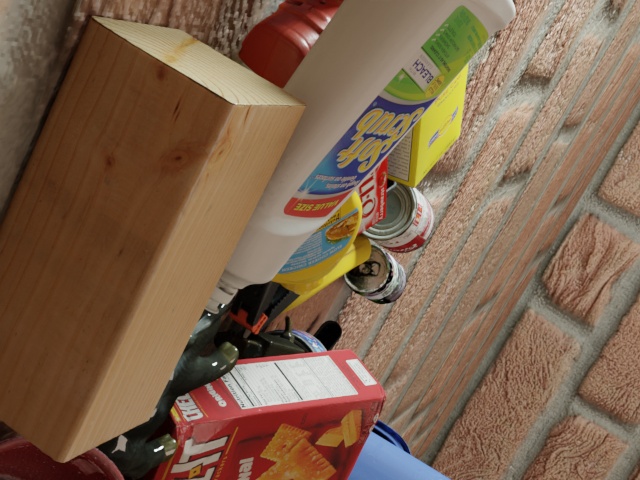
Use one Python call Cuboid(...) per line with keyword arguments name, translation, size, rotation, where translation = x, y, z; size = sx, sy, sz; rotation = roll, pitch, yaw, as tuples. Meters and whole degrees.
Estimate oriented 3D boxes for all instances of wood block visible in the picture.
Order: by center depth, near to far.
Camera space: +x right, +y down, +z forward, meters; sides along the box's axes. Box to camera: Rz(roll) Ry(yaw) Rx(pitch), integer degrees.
Cuboid(name="wood block", translation=(-0.104, -0.001, 0.559), size=(0.206, 0.090, 0.090), rotation=(-63, 163, 16))

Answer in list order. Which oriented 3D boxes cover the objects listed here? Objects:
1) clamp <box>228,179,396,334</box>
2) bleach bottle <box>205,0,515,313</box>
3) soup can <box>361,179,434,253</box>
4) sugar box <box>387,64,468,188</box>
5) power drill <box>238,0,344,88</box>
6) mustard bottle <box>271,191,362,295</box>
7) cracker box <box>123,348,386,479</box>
Cuboid(name="clamp", translation=(-0.002, -0.010, 0.922), size=(0.210, 0.036, 0.164), rotation=(-56, 158, -5))
Cuboid(name="bleach bottle", translation=(0.007, -0.063, 0.625), size=(0.251, 0.068, 0.102), rotation=(-53, 157, 6))
Cuboid(name="soup can", translation=(0.072, -0.026, 1.054), size=(0.068, 0.068, 0.102), rotation=(-58, 163, 2))
Cuboid(name="sugar box", translation=(0.087, -0.139, 0.868), size=(0.093, 0.048, 0.176), rotation=(-49, 154, -39))
Cuboid(name="power drill", translation=(0.006, -0.178, 0.602), size=(0.184, 0.057, 0.188), rotation=(-37, 156, -41))
Cuboid(name="mustard bottle", translation=(-0.017, -0.021, 0.769), size=(0.096, 0.058, 0.192), rotation=(-23, 145, -15))
Cuboid(name="cracker box", translation=(-0.066, 0.180, 0.879), size=(0.213, 0.072, 0.164), rotation=(-1, 125, -40))
